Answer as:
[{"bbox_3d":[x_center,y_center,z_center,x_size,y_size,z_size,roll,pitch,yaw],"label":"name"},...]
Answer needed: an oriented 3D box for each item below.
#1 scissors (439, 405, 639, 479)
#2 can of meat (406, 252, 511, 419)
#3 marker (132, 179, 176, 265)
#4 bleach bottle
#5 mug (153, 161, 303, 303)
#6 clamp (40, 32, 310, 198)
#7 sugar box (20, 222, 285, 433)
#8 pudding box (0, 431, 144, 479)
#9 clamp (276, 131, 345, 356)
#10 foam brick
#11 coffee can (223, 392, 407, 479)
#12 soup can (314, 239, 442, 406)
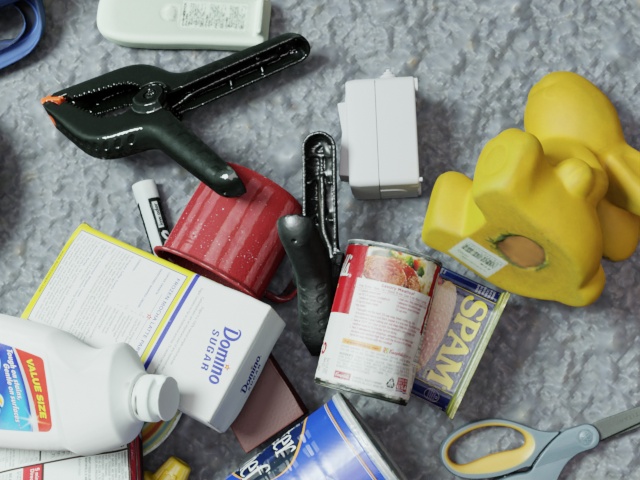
[{"bbox_3d":[0.190,0.165,0.787,0.202,0.016,0.096,-5,83,4],"label":"scissors"},{"bbox_3d":[0.081,0.068,0.790,0.084,0.057,0.102,25,84,11],"label":"can of meat"},{"bbox_3d":[-0.122,0.012,0.833,0.020,0.020,0.121,-18,81,2],"label":"marker"},{"bbox_3d":[-0.213,0.093,0.743,0.251,0.068,0.102,1,83,23],"label":"bleach bottle"},{"bbox_3d":[-0.055,0.001,0.800,0.117,0.093,0.081,35,75,-25],"label":"mug"},{"bbox_3d":[-0.121,-0.092,0.806,0.210,0.036,0.164,-2,47,18],"label":"clamp"},{"bbox_3d":[-0.123,0.061,0.774,0.176,0.048,0.093,23,75,22],"label":"sugar box"},{"bbox_3d":[-0.185,0.161,0.770,0.113,0.039,0.090,-11,52,2],"label":"pudding box"},{"bbox_3d":[-0.003,0.021,0.759,0.039,0.120,0.171,1,117,17],"label":"clamp"},{"bbox_3d":[-0.051,0.111,0.797,0.053,0.051,0.078,-32,81,-1],"label":"foam brick"},{"bbox_3d":[-0.012,0.190,0.757,0.140,0.103,0.103,-36,81,-1],"label":"coffee can"},{"bbox_3d":[0.040,0.057,0.734,0.068,0.068,0.102,13,83,6],"label":"soup can"}]
